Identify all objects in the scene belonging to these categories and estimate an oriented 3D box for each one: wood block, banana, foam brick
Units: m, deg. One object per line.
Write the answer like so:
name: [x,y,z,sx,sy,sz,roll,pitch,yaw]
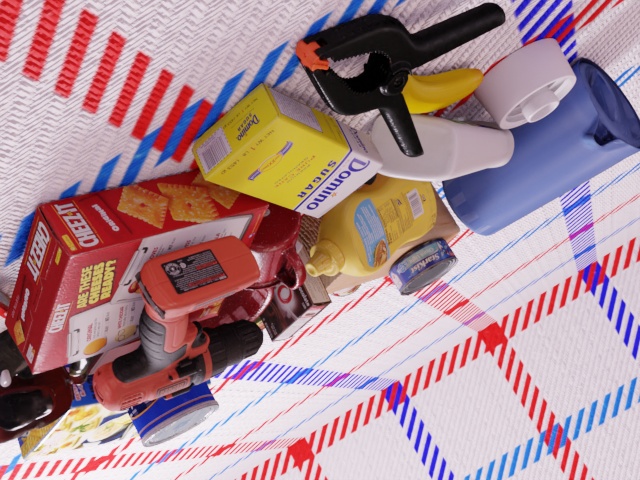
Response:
wood block: [0.066,-0.007,1.342,0.205,0.090,0.091,-14,157,-45]
banana: [0.102,-0.152,1.043,0.070,0.037,0.197,-37,163,24]
foam brick: [-0.241,0.109,1.213,0.051,0.053,0.078,-18,161,-38]

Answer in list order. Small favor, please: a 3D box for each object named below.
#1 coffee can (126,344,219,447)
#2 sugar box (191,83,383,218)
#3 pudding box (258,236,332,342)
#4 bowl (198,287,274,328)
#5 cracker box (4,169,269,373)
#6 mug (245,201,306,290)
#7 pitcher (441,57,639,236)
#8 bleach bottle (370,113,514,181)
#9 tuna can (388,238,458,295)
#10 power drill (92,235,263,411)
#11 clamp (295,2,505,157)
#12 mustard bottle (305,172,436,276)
coffee can: [-0.200,0.165,1.299,0.102,0.140,0.103,-28,164,-9]
sugar box: [-0.025,-0.076,0.974,0.093,0.048,0.175,-38,149,24]
pudding box: [-0.045,0.050,1.274,0.039,0.113,0.090,-10,154,-45]
bowl: [-0.136,0.074,1.225,0.162,0.055,0.162,-28,159,-12]
cracker box: [-0.170,0.021,0.988,0.213,0.072,0.164,-16,146,-40]
mug: [-0.057,0.001,1.100,0.093,0.117,0.082,-34,162,-25]
pitcher: [0.277,-0.113,1.350,0.243,0.145,0.149,-36,152,33]
bleach bottle: [0.150,-0.108,1.200,0.103,0.068,0.250,11,-169,25]
tuna can: [0.129,0.033,1.348,0.086,0.034,0.086,-28,164,-9]
power drill: [-0.115,0.078,0.999,0.184,0.057,0.188,-20,150,-33]
clamp: [0.058,-0.140,0.936,0.209,0.036,0.165,-6,132,-40]
mustard bottle: [0.052,-0.014,1.210,0.058,0.096,0.191,6,-146,45]
